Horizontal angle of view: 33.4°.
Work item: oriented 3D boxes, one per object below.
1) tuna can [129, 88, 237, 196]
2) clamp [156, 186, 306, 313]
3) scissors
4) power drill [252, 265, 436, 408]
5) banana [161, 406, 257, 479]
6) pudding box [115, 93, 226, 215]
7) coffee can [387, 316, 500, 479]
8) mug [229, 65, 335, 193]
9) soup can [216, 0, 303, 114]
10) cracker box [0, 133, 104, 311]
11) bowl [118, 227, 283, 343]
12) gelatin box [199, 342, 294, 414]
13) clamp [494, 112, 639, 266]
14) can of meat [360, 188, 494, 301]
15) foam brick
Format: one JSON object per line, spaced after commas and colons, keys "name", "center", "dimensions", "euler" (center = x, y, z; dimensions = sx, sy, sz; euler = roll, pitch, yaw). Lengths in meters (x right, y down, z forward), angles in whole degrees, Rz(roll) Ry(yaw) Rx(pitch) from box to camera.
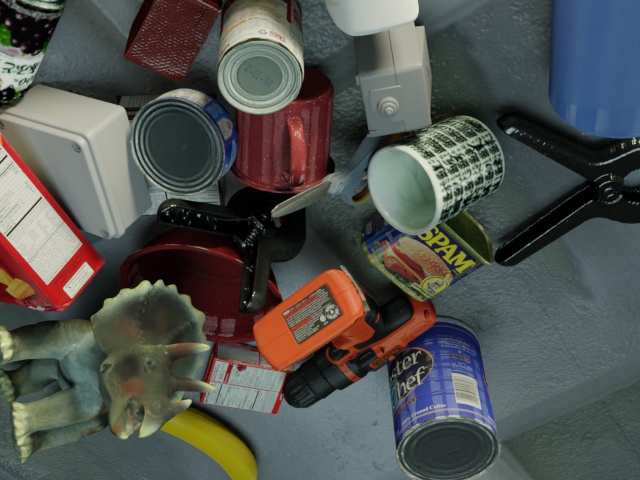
{"name": "tuna can", "center": [-0.113, -0.082, 0.885], "dimensions": [0.086, 0.033, 0.086], "euler": [8, 116, 17]}
{"name": "clamp", "center": [-0.056, 0.001, 0.939], "dimensions": [0.039, 0.171, 0.120], "euler": [-40, 78, 35]}
{"name": "scissors", "center": [0.022, -0.063, 0.898], "dimensions": [0.016, 0.201, 0.096], "euler": [33, 104, 17]}
{"name": "power drill", "center": [0.010, 0.097, 1.030], "dimensions": [0.184, 0.057, 0.187], "euler": [-38, 157, 12]}
{"name": "banana", "center": [-0.128, 0.231, 1.203], "dimensions": [0.070, 0.037, 0.197], "euler": [-28, 124, 19]}
{"name": "pudding box", "center": [-0.133, -0.075, 0.955], "dimensions": [0.090, 0.039, 0.113], "euler": [-2, 131, -1]}
{"name": "coffee can", "center": [0.122, 0.162, 1.087], "dimensions": [0.103, 0.140, 0.103], "euler": [-1, 129, -1]}
{"name": "mug", "center": [-0.029, -0.092, 0.897], "dimensions": [0.093, 0.117, 0.081], "euler": [-2, 124, -9]}
{"name": "soup can", "center": [-0.048, -0.155, 0.850], "dimensions": [0.068, 0.102, 0.068], "euler": [-1, 129, -1]}
{"name": "cracker box", "center": [-0.310, -0.036, 0.913], "dimensions": [0.164, 0.072, 0.213], "euler": [6, 141, 41]}
{"name": "bowl", "center": [-0.106, 0.033, 1.015], "dimensions": [0.162, 0.055, 0.162], "euler": [10, 144, 7]}
{"name": "gelatin box", "center": [-0.079, 0.147, 1.141], "dimensions": [0.089, 0.030, 0.073], "euler": [11, 129, -11]}
{"name": "clamp", "center": [0.257, -0.045, 0.988], "dimensions": [0.210, 0.036, 0.165], "euler": [-1, 127, -4]}
{"name": "can of meat", "center": [0.100, 0.002, 1.012], "dimensions": [0.084, 0.057, 0.102], "euler": [-35, 122, 26]}
{"name": "foam brick", "center": [-0.118, -0.179, 0.862], "dimensions": [0.053, 0.051, 0.078], "euler": [23, 125, -20]}
